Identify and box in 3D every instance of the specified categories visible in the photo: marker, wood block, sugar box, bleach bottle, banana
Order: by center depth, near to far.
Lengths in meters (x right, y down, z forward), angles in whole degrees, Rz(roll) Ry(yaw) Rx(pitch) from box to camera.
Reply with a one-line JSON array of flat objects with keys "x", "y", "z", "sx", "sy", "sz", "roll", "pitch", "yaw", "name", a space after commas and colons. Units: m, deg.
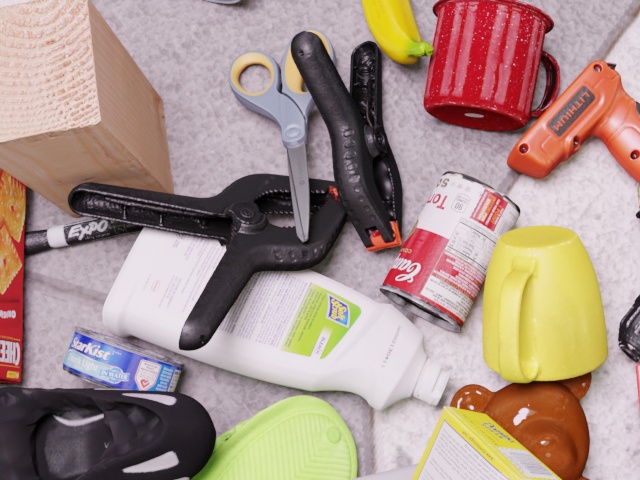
[{"x": 0.085, "y": 0.210, "z": 0.705, "sx": 0.048, "sy": 0.093, "sz": 0.176, "roll": 13, "pitch": 105, "yaw": -31, "name": "sugar box"}, {"x": -0.175, "y": -0.088, "z": 0.768, "sx": 0.090, "sy": 0.206, "sz": 0.091, "roll": -10, "pitch": 78, "yaw": 3, "name": "wood block"}, {"x": -0.027, "y": 0.068, "z": 0.796, "sx": 0.251, "sy": 0.068, "sz": 0.102, "roll": 22, "pitch": 72, "yaw": 7, "name": "bleach bottle"}, {"x": 0.056, "y": -0.214, "z": 0.844, "sx": 0.037, "sy": 0.070, "sz": 0.198, "roll": 4, "pitch": 65, "yaw": -33, "name": "banana"}, {"x": -0.184, "y": -0.008, "z": 0.849, "sx": 0.121, "sy": 0.020, "sz": 0.020, "roll": -12, "pitch": 78, "yaw": 3, "name": "marker"}]

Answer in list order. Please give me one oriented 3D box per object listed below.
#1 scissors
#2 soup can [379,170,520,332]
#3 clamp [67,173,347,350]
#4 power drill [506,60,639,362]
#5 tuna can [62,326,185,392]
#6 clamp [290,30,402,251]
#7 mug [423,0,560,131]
[{"x": -0.037, "y": -0.084, "z": 0.818, "sx": 0.096, "sy": 0.016, "sz": 0.201, "roll": 1, "pitch": 57, "yaw": 17, "name": "scissors"}, {"x": 0.097, "y": 0.008, "z": 0.795, "sx": 0.068, "sy": 0.068, "sz": 0.102, "roll": 28, "pitch": 82, "yaw": 10, "name": "soup can"}, {"x": -0.055, "y": 0.001, "z": 0.767, "sx": 0.209, "sy": 0.036, "sz": 0.165, "roll": -11, "pitch": 47, "yaw": -31, "name": "clamp"}, {"x": 0.233, "y": -0.028, "z": 0.796, "sx": 0.188, "sy": 0.057, "sz": 0.184, "roll": 41, "pitch": 81, "yaw": 8, "name": "power drill"}, {"x": -0.147, "y": 0.093, "z": 0.792, "sx": 0.086, "sy": 0.086, "sz": 0.034, "roll": 18, "pitch": 83, "yaw": 8, "name": "tuna can"}, {"x": 0.024, "y": -0.078, "z": 0.799, "sx": 0.039, "sy": 0.120, "sz": 0.171, "roll": -18, "pitch": 78, "yaw": 34, "name": "clamp"}, {"x": 0.134, "y": -0.129, "z": 0.815, "sx": 0.117, "sy": 0.093, "sz": 0.081, "roll": 14, "pitch": 84, "yaw": -29, "name": "mug"}]
